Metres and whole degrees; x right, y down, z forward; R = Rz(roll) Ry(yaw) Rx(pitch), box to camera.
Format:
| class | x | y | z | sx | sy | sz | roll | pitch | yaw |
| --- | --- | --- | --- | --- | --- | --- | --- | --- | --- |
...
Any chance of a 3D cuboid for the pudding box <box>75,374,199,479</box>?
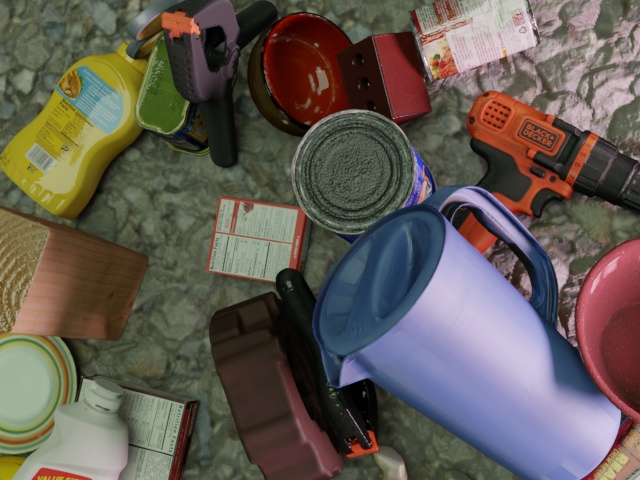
| class | x | y | z | sx | sy | sz | roll | pitch | yaw |
| --- | --- | --- | --- | --- | --- | --- | --- | --- | --- |
| pudding box | -0.178 | 0.181 | 0.996 | 0.113 | 0.039 | 0.090 | 12 | 86 | 13 |

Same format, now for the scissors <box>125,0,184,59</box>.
| class | x | y | z | sx | sy | sz | roll | pitch | yaw |
| --- | --- | --- | --- | --- | --- | --- | --- | --- | --- |
| scissors | -0.113 | -0.226 | 1.009 | 0.016 | 0.201 | 0.096 | 50 | 140 | 1 |

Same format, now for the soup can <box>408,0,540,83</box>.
| class | x | y | z | sx | sy | sz | roll | pitch | yaw |
| --- | --- | --- | --- | --- | --- | --- | --- | --- | --- |
| soup can | 0.136 | -0.189 | 0.949 | 0.102 | 0.068 | 0.068 | -18 | 79 | 11 |

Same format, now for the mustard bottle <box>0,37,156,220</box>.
| class | x | y | z | sx | sy | sz | roll | pitch | yaw |
| --- | --- | --- | --- | --- | --- | --- | --- | --- | --- |
| mustard bottle | -0.221 | -0.121 | 1.034 | 0.096 | 0.058 | 0.191 | 40 | 94 | 21 |

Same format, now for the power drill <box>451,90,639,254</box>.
| class | x | y | z | sx | sy | sz | roll | pitch | yaw |
| --- | --- | --- | --- | --- | --- | --- | --- | --- | --- |
| power drill | 0.181 | -0.016 | 0.924 | 0.184 | 0.057 | 0.187 | 29 | 89 | 16 |

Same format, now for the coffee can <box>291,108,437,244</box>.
| class | x | y | z | sx | sy | sz | roll | pitch | yaw |
| --- | --- | --- | --- | --- | --- | --- | --- | --- | --- |
| coffee can | 0.042 | -0.046 | 0.917 | 0.103 | 0.140 | 0.103 | -2 | 82 | 13 |

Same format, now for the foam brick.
| class | x | y | z | sx | sy | sz | roll | pitch | yaw |
| --- | --- | --- | --- | --- | --- | --- | --- | --- | --- |
| foam brick | 0.057 | -0.142 | 0.955 | 0.053 | 0.051 | 0.078 | -17 | 87 | 52 |

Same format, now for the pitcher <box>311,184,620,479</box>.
| class | x | y | z | sx | sy | sz | roll | pitch | yaw |
| --- | --- | --- | --- | --- | --- | --- | --- | --- | --- |
| pitcher | 0.127 | 0.082 | 0.830 | 0.242 | 0.145 | 0.149 | 38 | 121 | -25 |

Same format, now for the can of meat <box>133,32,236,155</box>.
| class | x | y | z | sx | sy | sz | roll | pitch | yaw |
| --- | --- | --- | --- | --- | --- | --- | --- | --- | --- |
| can of meat | -0.126 | -0.139 | 1.000 | 0.057 | 0.084 | 0.102 | 15 | 87 | 15 |

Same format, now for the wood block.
| class | x | y | z | sx | sy | sz | roll | pitch | yaw |
| --- | --- | --- | --- | --- | --- | --- | --- | --- | --- |
| wood block | -0.243 | 0.030 | 0.944 | 0.091 | 0.206 | 0.090 | 20 | 88 | 15 |

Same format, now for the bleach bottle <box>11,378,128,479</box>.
| class | x | y | z | sx | sy | sz | roll | pitch | yaw |
| --- | --- | --- | --- | --- | --- | --- | --- | --- | --- |
| bleach bottle | -0.244 | 0.237 | 0.950 | 0.102 | 0.068 | 0.251 | 25 | 96 | 5 |

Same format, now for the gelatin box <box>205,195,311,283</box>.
| class | x | y | z | sx | sy | sz | roll | pitch | yaw |
| --- | --- | --- | --- | --- | --- | --- | --- | --- | --- |
| gelatin box | -0.057 | 0.001 | 0.993 | 0.089 | 0.030 | 0.073 | 9 | 86 | 15 |

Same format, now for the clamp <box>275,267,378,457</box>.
| class | x | y | z | sx | sy | sz | roll | pitch | yaw |
| --- | --- | --- | --- | --- | --- | --- | --- | --- | --- |
| clamp | 0.009 | 0.098 | 0.910 | 0.039 | 0.120 | 0.171 | -24 | 70 | 30 |

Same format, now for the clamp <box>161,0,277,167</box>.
| class | x | y | z | sx | sy | sz | roll | pitch | yaw |
| --- | --- | --- | --- | --- | --- | --- | --- | --- | --- |
| clamp | -0.092 | -0.149 | 0.937 | 0.036 | 0.209 | 0.164 | 13 | 93 | 13 |
